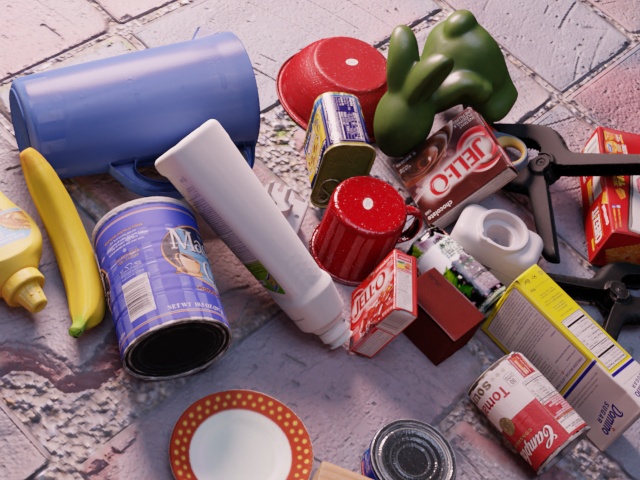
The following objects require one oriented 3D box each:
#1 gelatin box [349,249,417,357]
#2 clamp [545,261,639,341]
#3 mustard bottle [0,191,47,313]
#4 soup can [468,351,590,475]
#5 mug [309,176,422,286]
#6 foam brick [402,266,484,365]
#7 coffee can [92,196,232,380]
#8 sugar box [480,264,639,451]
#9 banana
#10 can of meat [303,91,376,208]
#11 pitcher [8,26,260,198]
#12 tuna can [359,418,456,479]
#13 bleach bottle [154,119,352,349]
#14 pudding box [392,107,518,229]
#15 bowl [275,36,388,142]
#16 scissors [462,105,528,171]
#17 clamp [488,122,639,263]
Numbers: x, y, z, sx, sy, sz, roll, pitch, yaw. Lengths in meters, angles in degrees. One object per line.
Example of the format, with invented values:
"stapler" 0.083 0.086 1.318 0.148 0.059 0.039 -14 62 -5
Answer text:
"gelatin box" 0.061 0.063 1.056 0.030 0.089 0.073 21 48 -20
"clamp" 0.309 0.059 1.168 0.171 0.039 0.120 -25 68 -38
"mustard bottle" -0.322 -0.003 1.014 0.096 0.058 0.192 -29 65 -38
"soup can" 0.201 0.166 1.032 0.068 0.069 0.102 -27 64 -32
"mug" 0.053 -0.013 1.119 0.117 0.082 0.093 -3 54 -19
"foam brick" 0.117 0.077 1.088 0.052 0.051 0.078 -30 66 -34
"coffee can" -0.150 0.045 0.999 0.102 0.103 0.140 -7 56 -22
"sugar box" 0.249 0.117 1.069 0.048 0.093 0.176 -32 68 -34
"banana" -0.241 0.005 1.020 0.037 0.069 0.198 -21 72 -3
"can of meat" 0.017 -0.099 1.164 0.057 0.102 0.084 1 51 -15
"pitcher" -0.189 -0.126 1.113 0.242 0.145 0.149 -14 31 -21
"tuna can" 0.082 0.209 0.985 0.086 0.034 0.086 8 51 -10
"bleach bottle" -0.057 0.001 1.046 0.068 0.103 0.251 -40 99 -14
"pudding box" 0.149 -0.078 1.185 0.039 0.114 0.090 25 32 -54
"bowl" 0.030 -0.192 1.270 0.162 0.055 0.162 8 51 -11
"scissors" 0.201 -0.136 1.266 0.096 0.016 0.201 -1 45 17
"clamp" 0.254 -0.071 1.224 0.164 0.036 0.210 -46 49 -10
